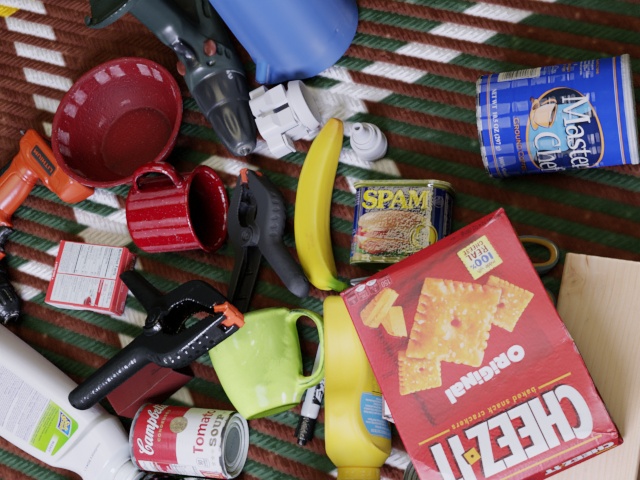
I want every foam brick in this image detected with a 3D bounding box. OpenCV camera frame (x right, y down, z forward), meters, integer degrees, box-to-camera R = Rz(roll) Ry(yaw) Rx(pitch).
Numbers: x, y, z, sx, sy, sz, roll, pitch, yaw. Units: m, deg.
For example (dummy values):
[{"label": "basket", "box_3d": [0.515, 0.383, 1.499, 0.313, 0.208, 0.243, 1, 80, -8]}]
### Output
[{"label": "foam brick", "box_3d": [-0.183, 0.143, 1.117, 0.078, 0.051, 0.053, -38, 67, 6]}]

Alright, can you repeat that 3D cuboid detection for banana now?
[{"label": "banana", "box_3d": [0.002, -0.029, 1.103, 0.070, 0.037, 0.198, -19, 63, 34]}]

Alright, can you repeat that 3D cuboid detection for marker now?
[{"label": "marker", "box_3d": [-0.004, 0.145, 1.069, 0.020, 0.020, 0.121, 11, 79, 22]}]

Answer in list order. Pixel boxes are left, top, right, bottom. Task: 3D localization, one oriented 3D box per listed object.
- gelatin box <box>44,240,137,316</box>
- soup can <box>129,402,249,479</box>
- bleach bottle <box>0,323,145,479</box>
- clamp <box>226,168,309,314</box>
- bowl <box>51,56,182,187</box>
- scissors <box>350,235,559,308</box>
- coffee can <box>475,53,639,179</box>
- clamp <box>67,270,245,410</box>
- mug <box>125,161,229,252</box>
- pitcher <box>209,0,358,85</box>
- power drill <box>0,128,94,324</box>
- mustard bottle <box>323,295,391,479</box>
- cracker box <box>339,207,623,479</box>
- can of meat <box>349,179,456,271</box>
[{"label": "gelatin box", "box_3d": [-0.254, 0.042, 1.184, 0.089, 0.030, 0.073, 6, 75, 21]}, {"label": "soup can", "box_3d": [-0.131, 0.201, 1.072, 0.102, 0.068, 0.068, 2, 75, 20]}, {"label": "bleach bottle", "box_3d": [-0.290, 0.191, 1.134, 0.251, 0.068, 0.103, 33, 108, 20]}, {"label": "clamp", "box_3d": [-0.057, 0.001, 1.105, 0.120, 0.039, 0.171, -14, 70, 37]}, {"label": "bowl", "box_3d": [-0.219, -0.124, 1.202, 0.162, 0.055, 0.162, -7, 67, 17]}, {"label": "scissors", "box_3d": [0.137, 0.053, 1.012, 0.201, 0.016, 0.096, -17, 79, -8]}, {"label": "coffee can", "box_3d": [0.227, -0.116, 1.017, 0.140, 0.102, 0.103, -5, 73, 18]}, {"label": "clamp", "box_3d": [-0.162, 0.095, 1.055, 0.210, 0.036, 0.164, -6, 53, 43]}, {"label": "mug", "box_3d": [-0.158, -0.038, 1.130, 0.082, 0.117, 0.093, -6, 48, 23]}, {"label": "pitcher", "box_3d": [-0.059, -0.286, 1.094, 0.145, 0.242, 0.149, -22, 62, 14]}, {"label": "power drill", "box_3d": [-0.351, -0.021, 1.223, 0.187, 0.057, 0.184, -43, 69, 3]}, {"label": "mustard bottle", "box_3d": [0.036, 0.152, 1.010, 0.058, 0.096, 0.191, -7, 73, 22]}, {"label": "cracker box", "box_3d": [0.132, 0.104, 0.904, 0.164, 0.072, 0.214, -28, 68, 11]}, {"label": "can of meat", "box_3d": [0.081, -0.013, 1.066, 0.102, 0.057, 0.084, 1, 78, 21]}]
